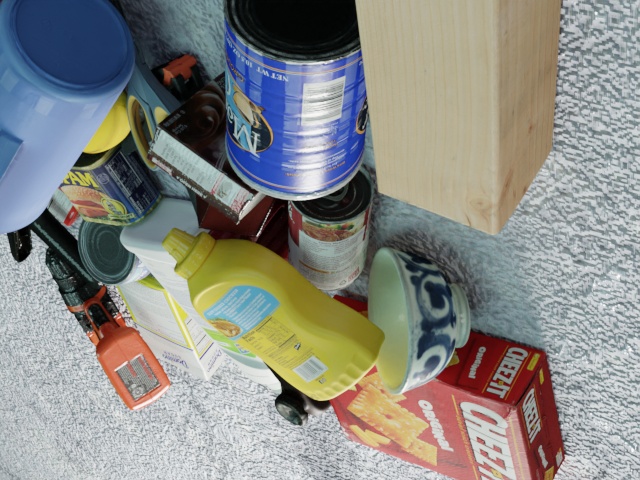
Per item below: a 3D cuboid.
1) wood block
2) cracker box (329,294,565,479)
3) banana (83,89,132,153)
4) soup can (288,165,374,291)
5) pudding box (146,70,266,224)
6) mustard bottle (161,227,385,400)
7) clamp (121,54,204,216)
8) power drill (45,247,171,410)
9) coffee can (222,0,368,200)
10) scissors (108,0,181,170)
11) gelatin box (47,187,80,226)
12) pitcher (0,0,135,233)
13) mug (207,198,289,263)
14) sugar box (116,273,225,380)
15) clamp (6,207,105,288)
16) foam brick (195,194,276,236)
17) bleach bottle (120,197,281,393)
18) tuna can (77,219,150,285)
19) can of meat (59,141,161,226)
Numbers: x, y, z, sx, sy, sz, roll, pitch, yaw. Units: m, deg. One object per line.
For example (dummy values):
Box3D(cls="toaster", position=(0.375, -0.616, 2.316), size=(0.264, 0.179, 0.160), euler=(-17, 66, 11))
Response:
Box3D(cls="wood block", position=(0.084, -0.114, 0.631), size=(0.091, 0.090, 0.206), euler=(22, 147, 25))
Box3D(cls="cracker box", position=(0.105, 0.148, 0.980), size=(0.214, 0.072, 0.164), euler=(15, 143, 32))
Box3D(cls="banana", position=(-0.211, -0.113, 0.970), size=(0.198, 0.037, 0.069), euler=(-7, 90, 57))
Box3D(cls="soup can", position=(0.007, -0.012, 0.870), size=(0.068, 0.068, 0.102), euler=(28, 149, 16))
Box3D(cls="pudding box", position=(-0.067, -0.074, 0.818), size=(0.090, 0.113, 0.039), euler=(35, 132, 3))
Box3D(cls="mustard bottle", position=(-0.047, 0.052, 0.870), size=(0.191, 0.058, 0.096), euler=(37, 139, -13))
Box3D(cls="clamp", position=(-0.134, -0.100, 0.929), size=(0.120, 0.039, 0.171), euler=(30, 142, 20))
Box3D(cls="power drill", position=(-0.249, 0.100, 1.243), size=(0.188, 0.057, 0.184), euler=(41, 162, 56))
Box3D(cls="coffee can", position=(-0.015, -0.109, 0.726), size=(0.103, 0.102, 0.140), euler=(28, 148, 15))
Box3D(cls="scissors", position=(-0.138, -0.140, 0.849), size=(0.096, 0.016, 0.202), euler=(27, 137, 39))
Box3D(cls="gelatin box", position=(-0.289, -0.063, 1.148), size=(0.089, 0.030, 0.073), euler=(42, 151, -6))
Box3D(cls="pitcher", position=(-0.249, -0.100, 0.874), size=(0.243, 0.144, 0.149), euler=(-35, 75, 51))
Box3D(cls="mug", position=(-0.056, 0.001, 0.940), size=(0.093, 0.081, 0.117), euler=(32, 150, 9))
Box3D(cls="sugar box", position=(-0.173, 0.080, 1.205), size=(0.093, 0.048, 0.176), euler=(22, 150, 28))
Box3D(cls="clamp", position=(-0.315, -0.034, 1.146), size=(0.165, 0.036, 0.210), euler=(18, 143, 34))
Box3D(cls="foam brick", position=(-0.070, -0.051, 0.867), size=(0.051, 0.078, 0.053), euler=(9, 136, -20))
Box3D(cls="bleach bottle", position=(-0.099, 0.068, 1.098), size=(0.103, 0.068, 0.250), euler=(10, 143, 42))
Box3D(cls="tuna can", position=(-0.212, 0.003, 1.111), size=(0.086, 0.033, 0.086), euler=(7, 104, 32))
Box3D(cls="can of meat", position=(-0.216, -0.063, 1.047), size=(0.102, 0.057, 0.084), euler=(8, 141, 40))
